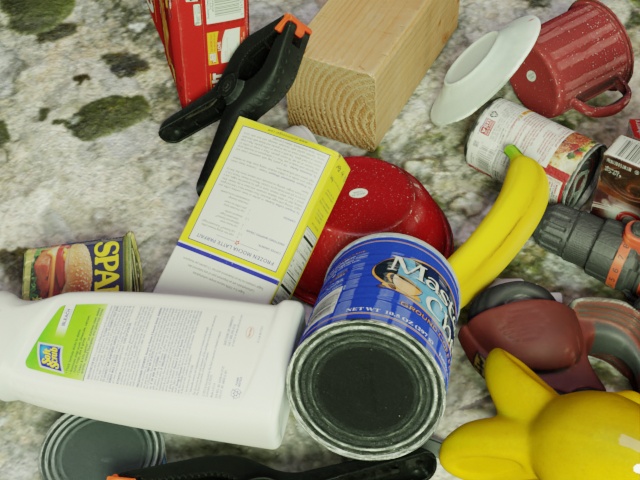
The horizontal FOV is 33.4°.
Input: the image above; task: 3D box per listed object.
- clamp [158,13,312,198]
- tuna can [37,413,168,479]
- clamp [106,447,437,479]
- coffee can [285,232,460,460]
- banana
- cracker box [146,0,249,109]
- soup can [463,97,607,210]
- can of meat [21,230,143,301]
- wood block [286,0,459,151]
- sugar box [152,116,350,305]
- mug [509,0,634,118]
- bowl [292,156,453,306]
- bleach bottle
[{"bbox_3d":[-0.077,-0.125,0.928,0.171,0.039,0.120,-54,48,3],"label":"clamp"},{"bbox_3d":[-0.148,0.154,0.734,0.086,0.034,0.086,-1,47,1],"label":"tuna can"},{"bbox_3d":[-0.033,0.174,0.653,0.210,0.036,0.164,2,22,5],"label":"clamp"},{"bbox_3d":[0.040,0.068,0.730,0.103,0.103,0.140,8,24,8],"label":"coffee can"},{"bbox_3d":[0.124,0.003,0.826,0.197,0.037,0.070,-51,20,-19],"label":"banana"},{"bbox_3d":[-0.125,-0.242,1.008,0.072,0.164,0.214,-13,49,-13],"label":"cracker box"},{"bbox_3d":[0.182,-0.072,0.910,0.102,0.068,0.068,31,55,27],"label":"soup can"},{"bbox_3d":[-0.181,0.046,0.820,0.084,0.057,0.102,-8,48,-3],"label":"can of meat"},{"bbox_3d":[0.053,-0.190,1.007,0.091,0.090,0.205,19,51,19],"label":"wood block"},{"bbox_3d":[-0.055,0.001,0.819,0.093,0.048,0.176,21,80,21],"label":"sugar box"},{"bbox_3d":[0.231,-0.155,0.975,0.081,0.093,0.117,-28,64,-16],"label":"mug"},{"bbox_3d":[0.030,-0.018,0.874,0.162,0.055,0.162,-1,47,0],"label":"bowl"},{"bbox_3d":[-0.142,0.074,0.736,0.251,0.068,0.102,9,58,7],"label":"bleach bottle"}]
